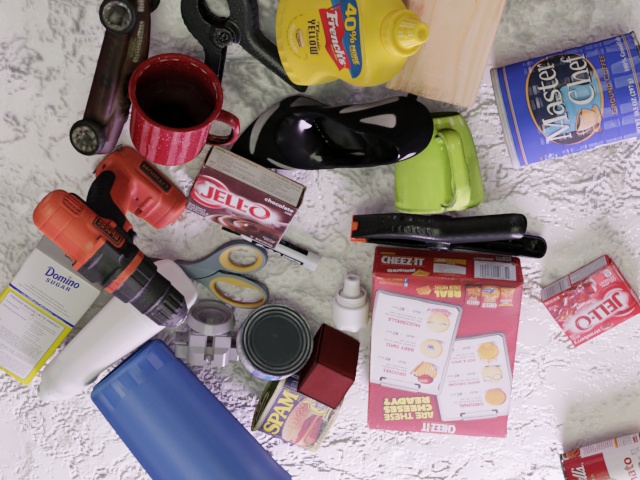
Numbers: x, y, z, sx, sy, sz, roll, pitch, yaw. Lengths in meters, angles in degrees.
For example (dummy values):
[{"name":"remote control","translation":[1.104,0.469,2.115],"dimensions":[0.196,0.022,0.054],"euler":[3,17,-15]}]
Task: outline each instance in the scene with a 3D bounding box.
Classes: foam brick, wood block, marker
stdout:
[{"name":"foam brick","translation":[0.010,0.146,1.240],"dimensions":[0.051,0.078,0.053],"euler":[26,121,-8]},{"name":"wood block","translation":[0.129,-0.243,1.004],"dimensions":[0.090,0.090,0.206],"euler":[13,119,-1]},{"name":"marker","translation":[-0.058,0.002,1.202],"dimensions":[0.121,0.020,0.020],"euler":[25,119,-7]}]

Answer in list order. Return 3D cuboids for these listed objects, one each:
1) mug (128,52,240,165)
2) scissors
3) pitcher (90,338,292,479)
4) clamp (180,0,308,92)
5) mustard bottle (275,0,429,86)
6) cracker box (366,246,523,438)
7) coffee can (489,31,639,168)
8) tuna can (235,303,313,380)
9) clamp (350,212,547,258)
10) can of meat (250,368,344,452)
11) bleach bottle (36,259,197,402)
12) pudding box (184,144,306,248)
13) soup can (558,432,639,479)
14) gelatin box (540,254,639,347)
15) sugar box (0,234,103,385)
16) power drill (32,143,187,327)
[{"name":"mug","translation":[-0.139,-0.125,1.080],"dimensions":[0.117,0.093,0.082],"euler":[15,152,-7]},{"name":"scissors","translation":[-0.148,0.019,1.225],"dimensions":[0.201,0.016,0.096],"euler":[23,117,-6]},{"name":"pitcher","translation":[-0.161,0.240,1.275],"dimensions":[0.149,0.144,0.243],"euler":[-37,94,28]},{"name":"clamp","translation":[-0.082,-0.208,1.079],"dimensions":[0.120,0.039,0.171],"euler":[-8,122,9]},{"name":"mustard bottle","translation":[0.032,-0.192,0.995],"dimensions":[0.058,0.192,0.096],"euler":[-13,105,-34]},{"name":"cracker box","translation":[0.137,0.116,1.212],"dimensions":[0.164,0.072,0.214],"euler":[3,120,6]},{"name":"coffee can","translation":[0.246,-0.136,1.042],"dimensions":[0.140,0.102,0.103],"euler":[-13,116,14]},{"name":"tuna can","translation":[-0.053,0.117,1.228],"dimensions":[0.086,0.086,0.034],"euler":[25,158,-7]},{"name":"clamp","translation":[0.137,-0.006,1.137],"dimensions":[0.210,0.164,0.036],"euler":[2,81,27]},{"name":"can of meat","translation":[-0.026,0.199,1.286],"dimensions":[0.084,0.057,0.102],"euler":[23,119,-9]},{"name":"bleach bottle","translation":[-0.254,0.121,1.238],"dimensions":[0.251,0.102,0.068],"euler":[-39,89,29]},{"name":"pudding box","translation":[-0.082,-0.046,1.149],"dimensions":[0.113,0.039,0.090],"euler":[23,147,-7]},{"name":"soup can","translation":[0.345,0.275,1.275],"dimensions":[0.102,0.068,0.068],"euler":[-19,115,16]},{"name":"gelatin box","translation":[0.302,0.068,1.188],"dimensions":[0.089,0.030,0.073],"euler":[-31,111,22]},{"name":"sugar box","translation":[-0.337,0.083,1.267],"dimensions":[0.093,0.048,0.176],"euler":[37,113,-13]},{"name":"power drill","translation":[-0.196,-0.010,1.117],"dimensions":[0.057,0.187,0.184],"euler":[-40,106,22]}]
